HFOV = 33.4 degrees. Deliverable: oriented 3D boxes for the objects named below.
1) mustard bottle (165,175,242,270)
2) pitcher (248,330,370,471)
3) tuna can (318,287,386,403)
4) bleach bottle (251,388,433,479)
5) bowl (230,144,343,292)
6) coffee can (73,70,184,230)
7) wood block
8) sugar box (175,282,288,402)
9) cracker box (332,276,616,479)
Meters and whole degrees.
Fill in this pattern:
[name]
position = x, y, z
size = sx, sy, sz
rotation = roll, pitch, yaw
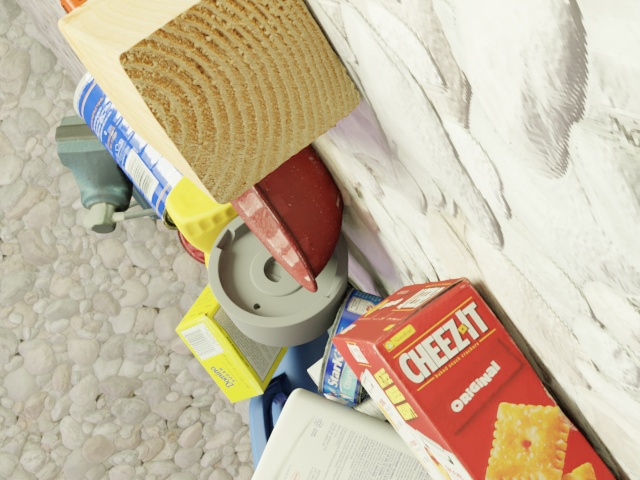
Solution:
[mustard bottle]
position = -0.056, 0.001, 0.917
size = 0.058, 0.096, 0.191
rotation = 49, 171, 35
[pitcher]
position = -0.003, 0.185, 1.045
size = 0.149, 0.145, 0.243
rotation = 94, 166, -52
[tuna can]
position = 0.028, 0.082, 0.822
size = 0.034, 0.086, 0.086
rotation = 17, 163, 10
[bleach bottle]
position = 0.076, 0.206, 0.812
size = 0.251, 0.102, 0.068
rotation = 24, 176, 7
[bowl]
position = -0.033, -0.043, 0.743
size = 0.162, 0.055, 0.162
rotation = 52, 172, 10
[coffee can]
position = -0.135, -0.094, 0.936
size = 0.140, 0.102, 0.103
rotation = 50, 172, 16
[wood block]
position = -0.071, -0.100, 0.592
size = 0.090, 0.090, 0.206
rotation = 56, 171, -24
[sugar box]
position = -0.061, 0.060, 1.011
size = 0.093, 0.048, 0.176
rotation = 56, -147, -18
[cracker box]
position = 0.105, 0.125, 0.629
size = 0.214, 0.072, 0.164
rotation = 54, 171, -1
